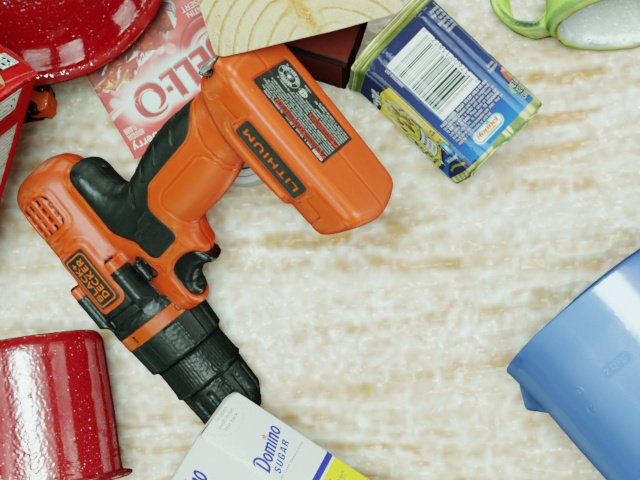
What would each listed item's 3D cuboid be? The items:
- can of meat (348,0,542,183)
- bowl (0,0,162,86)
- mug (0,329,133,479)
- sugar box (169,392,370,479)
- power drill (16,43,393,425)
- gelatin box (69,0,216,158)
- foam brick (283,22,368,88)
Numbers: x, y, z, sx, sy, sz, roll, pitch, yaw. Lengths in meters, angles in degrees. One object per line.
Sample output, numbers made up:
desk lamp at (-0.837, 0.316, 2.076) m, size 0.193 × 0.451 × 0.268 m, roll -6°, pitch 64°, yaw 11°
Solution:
can of meat at (0.065, -0.079, 0.570) m, size 0.084 × 0.102 × 0.057 m, roll 44°, pitch 90°, yaw 1°
bowl at (-0.156, -0.162, 0.544) m, size 0.162 × 0.055 × 0.162 m, roll -5°, pitch 126°, yaw -7°
mug at (-0.163, 0.096, 0.587) m, size 0.117 × 0.093 × 0.081 m, roll -15°, pitch 81°, yaw 38°
sugar box at (0.002, 0.163, 0.571) m, size 0.176 × 0.048 × 0.093 m, roll 35°, pitch 130°, yaw 3°
power drill at (-0.054, 0.001, 0.552) m, size 0.188 × 0.057 × 0.184 m, roll -36°, pitch 98°, yaw 35°
gelatin box at (-0.084, -0.100, 0.602) m, size 0.089 × 0.030 × 0.073 m, roll -28°, pitch 103°, yaw 4°
foam brick at (-0.002, -0.120, 0.586) m, size 0.051 × 0.078 × 0.053 m, roll 18°, pitch 91°, yaw 2°
